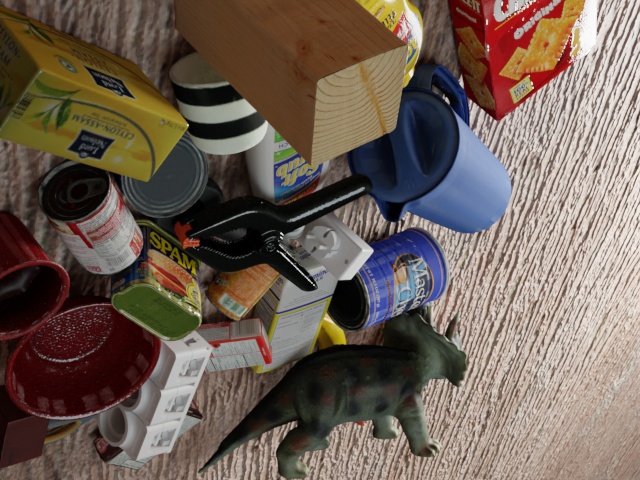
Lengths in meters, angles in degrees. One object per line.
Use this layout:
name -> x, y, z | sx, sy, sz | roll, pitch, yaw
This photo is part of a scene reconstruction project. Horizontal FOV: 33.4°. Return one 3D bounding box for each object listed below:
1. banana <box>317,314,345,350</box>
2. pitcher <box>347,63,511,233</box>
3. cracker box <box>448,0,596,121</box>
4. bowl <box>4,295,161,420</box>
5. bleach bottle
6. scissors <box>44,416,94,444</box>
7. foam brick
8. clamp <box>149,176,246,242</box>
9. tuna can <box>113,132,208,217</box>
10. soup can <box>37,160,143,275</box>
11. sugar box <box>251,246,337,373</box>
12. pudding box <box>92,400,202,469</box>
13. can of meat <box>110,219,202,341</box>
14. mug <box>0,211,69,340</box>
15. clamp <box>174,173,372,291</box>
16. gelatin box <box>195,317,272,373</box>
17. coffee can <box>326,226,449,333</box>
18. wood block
banana -> 0.005, 0.159, 1.488 | 0.069, 0.037, 0.198 | -26, 145, -30
pitcher -> 0.143, -0.093, 1.263 | 0.149, 0.145, 0.242 | -38, 155, 16
cracker box -> 0.232, -0.258, 1.198 | 0.164, 0.072, 0.213 | -38, 148, -10
bowl -> -0.250, 0.110, 1.101 | 0.162, 0.055, 0.162 | -17, 135, -18
bleach bottle -> -0.028, -0.090, 1.119 | 0.102, 0.068, 0.251 | -26, 148, -16
scissors -> -0.252, 0.183, 1.245 | 0.201, 0.016, 0.096 | -20, 142, -34
foam brick -> -0.326, 0.195, 1.141 | 0.052, 0.051, 0.078 | -12, 137, -40
clamp -> -0.140, -0.011, 1.112 | 0.120, 0.039, 0.171 | -37, 141, -7
tuna can -> -0.151, -0.067, 1.005 | 0.086, 0.034, 0.086 | -11, 117, -23
soup can -> -0.211, -0.020, 0.991 | 0.068, 0.069, 0.102 | -36, 149, -11
sugar box -> -0.036, 0.084, 1.342 | 0.093, 0.048, 0.176 | -16, 138, -37
pudding box -> -0.212, 0.234, 1.318 | 0.113, 0.039, 0.090 | -37, 157, 4
can of meat -> -0.164, 0.041, 1.067 | 0.058, 0.084, 0.102 | -31, 133, 22
mug -> -0.292, 0.037, 0.955 | 0.117, 0.082, 0.093 | -50, 149, 11
clamp -> -0.057, 0.001, 1.127 | 0.209, 0.036, 0.165 | -6, 135, -30
gelatin box -> -0.108, 0.126, 1.290 | 0.089, 0.030, 0.073 | -8, 146, 5
coffee can -> 0.081, 0.049, 1.376 | 0.140, 0.103, 0.103 | -19, 142, -34
wood block -> -0.030, -0.168, 0.879 | 0.090, 0.206, 0.091 | -26, 145, -26
